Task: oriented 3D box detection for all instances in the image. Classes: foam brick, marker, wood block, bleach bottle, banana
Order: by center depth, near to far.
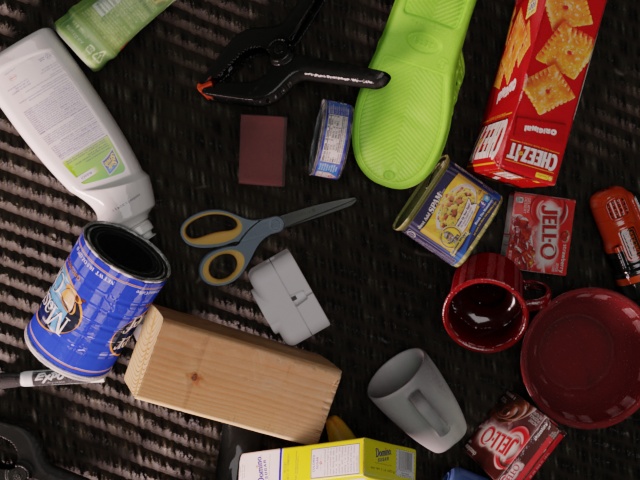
[{"bbox_3d":[-0.095,0.146,1.155,0.205,0.090,0.091,19,91,-19],"label":"wood block"},{"bbox_3d":[-0.266,-0.101,1.169,0.102,0.068,0.251,-32,97,-1],"label":"bleach bottle"},{"bbox_3d":[-0.065,-0.099,1.188,0.051,0.053,0.078,2,91,-5],"label":"foam brick"},{"bbox_3d":[0.064,0.282,1.189,0.037,0.070,0.198,-20,50,-26],"label":"banana"},{"bbox_3d":[-0.303,0.154,1.198,0.121,0.020,0.020,-3,93,-4],"label":"marker"}]

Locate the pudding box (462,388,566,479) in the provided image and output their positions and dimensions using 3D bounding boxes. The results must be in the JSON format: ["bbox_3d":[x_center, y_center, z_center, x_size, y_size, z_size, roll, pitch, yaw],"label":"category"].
[{"bbox_3d":[0.215,0.224,1.193,0.039,0.113,0.090,39,89,-12],"label":"pudding box"}]

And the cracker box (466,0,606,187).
[{"bbox_3d":[0.229,-0.169,1.152,0.072,0.164,0.214,16,91,-4],"label":"cracker box"}]

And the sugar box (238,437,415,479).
[{"bbox_3d":[0.006,0.245,1.143,0.093,0.177,0.048,25,61,-45],"label":"sugar box"}]

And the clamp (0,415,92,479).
[{"bbox_3d":[-0.336,0.270,1.192,0.171,0.039,0.120,43,84,1],"label":"clamp"}]

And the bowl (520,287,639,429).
[{"bbox_3d":[0.302,0.132,1.225,0.162,0.055,0.162,0,93,-4],"label":"bowl"}]

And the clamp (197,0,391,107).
[{"bbox_3d":[-0.039,-0.214,1.178,0.210,0.036,0.164,-16,70,12],"label":"clamp"}]

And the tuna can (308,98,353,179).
[{"bbox_3d":[0.011,-0.111,1.177,0.033,0.086,0.086,10,92,-6],"label":"tuna can"}]

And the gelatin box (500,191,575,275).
[{"bbox_3d":[0.250,-0.008,1.227,0.073,0.030,0.089,8,92,-5],"label":"gelatin box"}]

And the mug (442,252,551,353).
[{"bbox_3d":[0.197,0.063,1.185,0.117,0.081,0.093,-9,113,16],"label":"mug"}]

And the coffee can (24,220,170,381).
[{"bbox_3d":[-0.238,0.065,1.137,0.103,0.102,0.140,32,109,-5],"label":"coffee can"}]

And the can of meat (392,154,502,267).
[{"bbox_3d":[0.145,-0.032,1.206,0.084,0.057,0.102,34,90,-7],"label":"can of meat"}]

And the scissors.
[{"bbox_3d":[-0.058,0.001,1.212,0.201,0.016,0.096,-2,94,-4],"label":"scissors"}]
